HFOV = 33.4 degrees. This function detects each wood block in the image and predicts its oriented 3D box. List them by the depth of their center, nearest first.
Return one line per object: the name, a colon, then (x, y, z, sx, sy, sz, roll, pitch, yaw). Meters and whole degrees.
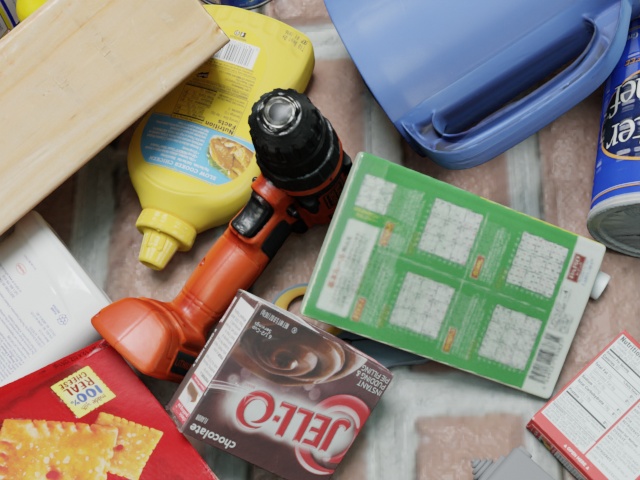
wood block: (-0.169, -0.094, 0.678, 0.206, 0.091, 0.090, -41, 106, -4)

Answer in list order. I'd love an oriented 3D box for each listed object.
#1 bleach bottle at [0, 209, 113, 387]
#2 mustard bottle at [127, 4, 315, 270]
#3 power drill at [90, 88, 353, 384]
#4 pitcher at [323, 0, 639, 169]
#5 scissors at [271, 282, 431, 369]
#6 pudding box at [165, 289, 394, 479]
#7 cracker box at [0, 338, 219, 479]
bleach bottle: (-0.253, 0.096, 0.690, 0.250, 0.068, 0.102, -39, 75, -9)
mustard bottle: (-0.080, -0.068, 0.742, 0.096, 0.058, 0.191, 19, 72, 10)
power drill: (-0.054, 0.001, 0.662, 0.057, 0.184, 0.187, 42, 86, 16)
pitcher: (0.135, -0.160, 0.686, 0.243, 0.145, 0.149, -30, 96, 14)
scissors: (0.053, 0.057, 0.715, 0.201, 0.016, 0.096, -18, 72, -4)
pudding box: (-0.023, 0.093, 0.652, 0.113, 0.039, 0.090, 31, 91, -27)
cracker box: (-0.137, 0.174, 0.601, 0.163, 0.072, 0.214, -24, 54, -31)
